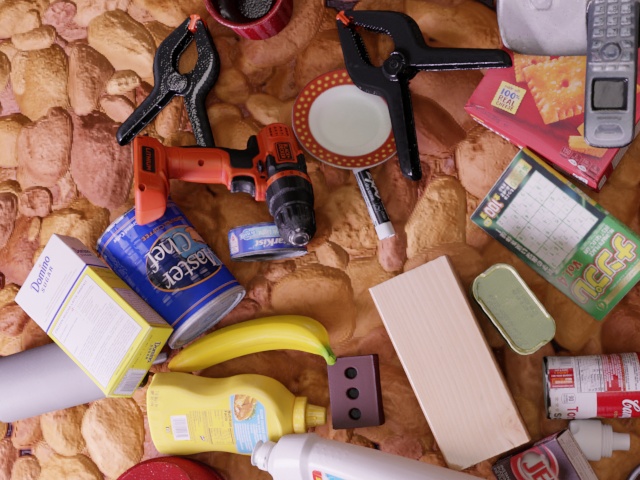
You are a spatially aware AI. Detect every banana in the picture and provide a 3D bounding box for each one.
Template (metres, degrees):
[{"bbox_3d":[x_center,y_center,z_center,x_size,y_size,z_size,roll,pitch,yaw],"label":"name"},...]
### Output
[{"bbox_3d":[-0.071,0.113,1.173,0.198,0.069,0.037,-8,115,20],"label":"banana"}]

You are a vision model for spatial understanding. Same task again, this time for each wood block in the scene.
[{"bbox_3d":[0.137,0.127,1.124,0.091,0.090,0.206,-25,83,7],"label":"wood block"}]

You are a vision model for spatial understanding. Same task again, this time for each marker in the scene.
[{"bbox_3d":[0.053,-0.059,1.185,0.020,0.020,0.121,-23,83,7],"label":"marker"}]

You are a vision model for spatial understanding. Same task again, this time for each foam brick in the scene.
[{"bbox_3d":[0.039,0.164,1.157,0.053,0.051,0.078,-7,86,9],"label":"foam brick"}]

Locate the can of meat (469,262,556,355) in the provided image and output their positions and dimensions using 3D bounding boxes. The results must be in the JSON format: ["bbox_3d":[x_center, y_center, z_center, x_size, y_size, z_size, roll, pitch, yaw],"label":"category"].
[{"bbox_3d":[0.202,0.072,1.119,0.057,0.084,0.102,-38,81,5],"label":"can of meat"}]

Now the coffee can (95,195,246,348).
[{"bbox_3d":[-0.164,0.033,1.173,0.103,0.102,0.140,-40,81,5],"label":"coffee can"}]

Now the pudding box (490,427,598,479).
[{"bbox_3d":[0.243,0.262,1.104,0.090,0.039,0.113,-37,82,39],"label":"pudding box"}]

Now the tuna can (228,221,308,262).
[{"bbox_3d":[-0.058,0.001,1.166,0.086,0.086,0.034,-7,84,9],"label":"tuna can"}]

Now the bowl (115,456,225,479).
[{"bbox_3d":[-0.173,0.290,1.140,0.162,0.055,0.162,-6,49,6],"label":"bowl"}]

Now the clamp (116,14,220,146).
[{"bbox_3d":[-0.170,-0.173,1.221,0.120,0.039,0.171,5,84,5],"label":"clamp"}]

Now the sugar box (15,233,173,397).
[{"bbox_3d":[-0.244,0.078,1.138,0.176,0.048,0.093,40,103,31],"label":"sugar box"}]

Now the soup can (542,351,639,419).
[{"bbox_3d":[0.285,0.151,1.109,0.102,0.068,0.068,-3,86,9],"label":"soup can"}]

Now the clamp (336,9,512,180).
[{"bbox_3d":[0.097,-0.190,1.146,0.165,0.036,0.210,-45,63,18],"label":"clamp"}]

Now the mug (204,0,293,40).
[{"bbox_3d":[-0.068,-0.279,1.187,0.117,0.081,0.093,-43,81,5],"label":"mug"}]

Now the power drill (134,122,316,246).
[{"bbox_3d":[-0.102,-0.057,1.126,0.187,0.184,0.057,-1,129,-11],"label":"power drill"}]

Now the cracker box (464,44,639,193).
[{"bbox_3d":[0.278,-0.183,1.118,0.164,0.072,0.214,34,96,16],"label":"cracker box"}]

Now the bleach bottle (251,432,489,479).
[{"bbox_3d":[0.048,0.258,1.095,0.251,0.068,0.102,13,129,20],"label":"bleach bottle"}]

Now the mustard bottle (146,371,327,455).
[{"bbox_3d":[-0.088,0.190,1.165,0.192,0.058,0.096,0,117,9],"label":"mustard bottle"}]
